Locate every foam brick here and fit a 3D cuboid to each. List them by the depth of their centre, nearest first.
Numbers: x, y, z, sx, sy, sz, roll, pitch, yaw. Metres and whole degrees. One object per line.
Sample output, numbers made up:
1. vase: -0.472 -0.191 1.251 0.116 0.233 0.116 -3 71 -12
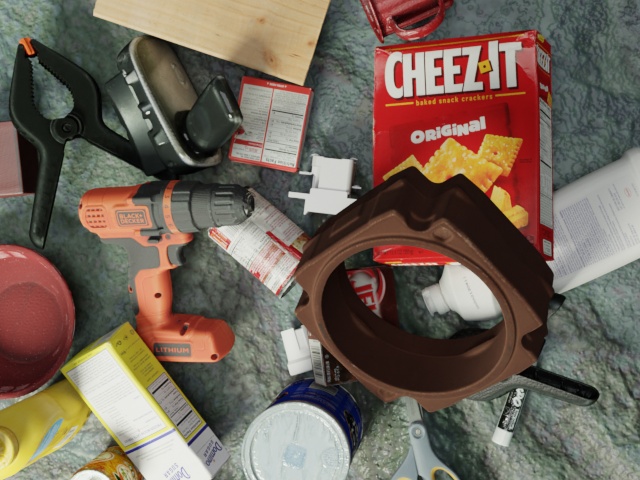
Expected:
1. foam brick: -0.333 -0.085 1.130 0.051 0.053 0.078 -6 90 7

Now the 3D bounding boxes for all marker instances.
1. marker: 0.202 0.150 1.084 0.020 0.020 0.121 19 95 6

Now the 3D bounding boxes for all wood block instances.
1. wood block: -0.102 -0.225 1.027 0.206 0.091 0.090 18 97 -5

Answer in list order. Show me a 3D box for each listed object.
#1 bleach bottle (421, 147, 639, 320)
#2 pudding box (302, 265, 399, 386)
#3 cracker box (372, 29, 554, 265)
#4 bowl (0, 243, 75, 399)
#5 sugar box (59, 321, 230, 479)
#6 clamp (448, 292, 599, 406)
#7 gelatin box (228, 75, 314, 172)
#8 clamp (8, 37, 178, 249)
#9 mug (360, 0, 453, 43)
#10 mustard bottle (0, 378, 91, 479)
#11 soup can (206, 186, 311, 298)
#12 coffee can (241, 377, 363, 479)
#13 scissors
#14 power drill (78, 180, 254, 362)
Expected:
1. bleach bottle: 0.216 0.005 1.056 0.251 0.068 0.102 -24 85 11
2. pudding box: 0.032 0.084 1.076 0.089 0.039 0.113 -7 92 -22
3. cracker box: 0.136 -0.085 1.024 0.164 0.072 0.214 -2 84 23
4. bowl: -0.324 0.086 1.129 0.162 0.055 0.162 -1 85 11
5. sugar box: -0.179 0.176 1.094 0.094 0.048 0.176 -30 102 40
6. clamp: 0.187 0.126 1.053 0.172 0.039 0.120 -23 97 34
7. gelatin box: -0.051 -0.119 1.102 0.073 0.030 0.089 11 94 6
8. clamp: -0.267 -0.105 1.098 0.164 0.036 0.210 -33 96 -13
9. mug: 0.083 -0.244 1.043 0.081 0.093 0.117 -23 54 3
10. mustard bottle: -0.295 0.192 1.066 0.058 0.191 0.096 45 97 4
11. soup can: -0.057 0.001 1.089 0.102 0.068 0.068 40 97 5
12. coffee can: -0.015 0.197 1.054 0.103 0.140 0.103 0 92 7
13. scissors: 0.086 0.211 1.104 0.096 0.016 0.202 -25 89 8
14. power drill: -0.139 0.029 1.067 0.185 0.057 0.187 0 113 22
